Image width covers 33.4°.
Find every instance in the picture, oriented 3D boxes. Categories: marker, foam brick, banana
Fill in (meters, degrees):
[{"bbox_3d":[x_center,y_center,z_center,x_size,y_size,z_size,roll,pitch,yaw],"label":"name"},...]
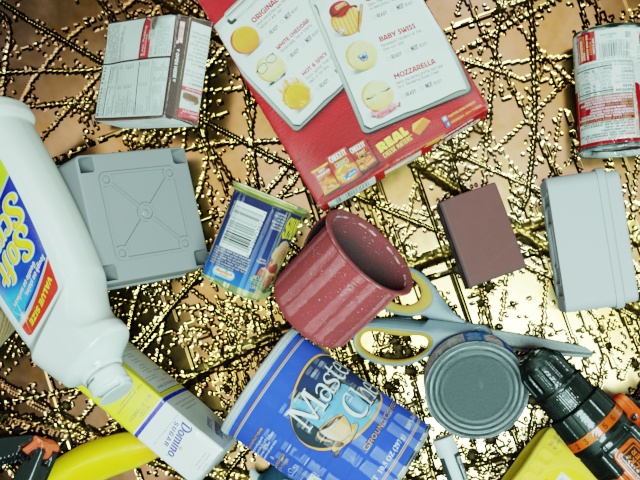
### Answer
[{"bbox_3d":[0.124,0.224,0.904,0.020,0.020,0.121,-20,86,3],"label":"marker"},{"bbox_3d":[0.134,-0.004,0.897,0.051,0.053,0.078,-20,85,3],"label":"foam brick"},{"bbox_3d":[-0.221,0.225,0.925,0.069,0.037,0.198,43,91,-3],"label":"banana"}]

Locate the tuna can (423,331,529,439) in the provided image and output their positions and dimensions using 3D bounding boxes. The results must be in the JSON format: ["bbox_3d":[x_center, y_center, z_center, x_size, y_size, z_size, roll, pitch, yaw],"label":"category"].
[{"bbox_3d":[0.129,0.120,0.891,0.086,0.033,0.086,1,102,2],"label":"tuna can"}]

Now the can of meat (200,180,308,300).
[{"bbox_3d":[-0.056,0.001,0.889,0.057,0.102,0.084,23,91,6],"label":"can of meat"}]

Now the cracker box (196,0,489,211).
[{"bbox_3d":[0.018,-0.156,0.906,0.164,0.072,0.214,-31,84,2],"label":"cracker box"}]

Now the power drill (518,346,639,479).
[{"bbox_3d":[0.276,0.117,0.858,0.187,0.057,0.184,-40,85,-12],"label":"power drill"}]

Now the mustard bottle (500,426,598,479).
[{"bbox_3d":[0.236,0.246,0.873,0.191,0.058,0.096,38,78,5],"label":"mustard bottle"}]

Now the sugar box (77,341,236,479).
[{"bbox_3d":[-0.152,0.128,0.895,0.176,0.093,0.048,41,91,6],"label":"sugar box"}]

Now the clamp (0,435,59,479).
[{"bbox_3d":[-0.305,0.244,0.903,0.210,0.036,0.165,-33,66,7],"label":"clamp"}]

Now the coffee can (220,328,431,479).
[{"bbox_3d":[0.004,0.153,0.875,0.140,0.103,0.103,34,90,5],"label":"coffee can"}]

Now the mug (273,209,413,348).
[{"bbox_3d":[0.012,0.027,0.888,0.082,0.093,0.117,-46,42,24],"label":"mug"}]

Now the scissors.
[{"bbox_3d":[0.126,0.062,0.913,0.202,0.016,0.096,-6,87,4],"label":"scissors"}]

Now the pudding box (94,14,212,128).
[{"bbox_3d":[-0.144,-0.142,0.905,0.114,0.039,0.090,6,88,49],"label":"pudding box"}]

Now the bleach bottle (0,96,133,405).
[{"bbox_3d":[-0.214,0.012,0.828,0.103,0.068,0.251,-43,70,19],"label":"bleach bottle"}]
